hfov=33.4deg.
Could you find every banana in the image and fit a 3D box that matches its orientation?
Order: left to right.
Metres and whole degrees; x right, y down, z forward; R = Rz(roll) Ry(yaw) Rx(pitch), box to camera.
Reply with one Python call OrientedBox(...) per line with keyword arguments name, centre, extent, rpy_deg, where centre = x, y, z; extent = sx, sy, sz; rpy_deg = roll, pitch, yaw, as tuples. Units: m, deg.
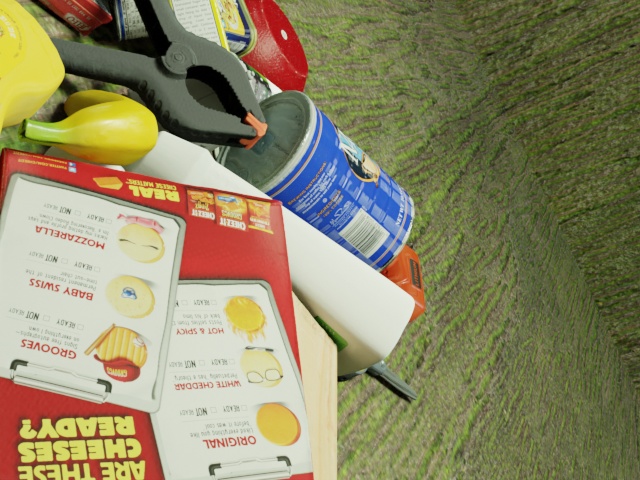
OrientedBox(name="banana", centre=(-0.133, -0.073, 0.654), extent=(0.069, 0.037, 0.198), rpy_deg=(22, 6, -9))

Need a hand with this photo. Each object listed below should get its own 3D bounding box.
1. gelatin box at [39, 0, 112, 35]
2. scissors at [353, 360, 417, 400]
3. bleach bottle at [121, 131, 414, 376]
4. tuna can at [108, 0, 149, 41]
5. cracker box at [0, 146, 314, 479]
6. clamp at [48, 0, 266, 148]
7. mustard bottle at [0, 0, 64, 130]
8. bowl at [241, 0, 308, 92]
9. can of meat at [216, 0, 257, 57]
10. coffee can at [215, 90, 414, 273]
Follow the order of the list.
OrientedBox(name="gelatin box", centre=(-0.193, -0.207, 0.791), extent=(0.073, 0.030, 0.089), rpy_deg=(36, 34, -57))
OrientedBox(name="scissors", centre=(0.047, 0.106, 1.069), extent=(0.201, 0.016, 0.096), rpy_deg=(27, 42, -61))
OrientedBox(name="bleach bottle", centre=(-0.055, 0.001, 0.780), extent=(0.250, 0.103, 0.068), rpy_deg=(37, 64, -13))
OrientedBox(name="tuna can", centre=(-0.149, -0.200, 0.831), extent=(0.086, 0.033, 0.086), rpy_deg=(169, -90, -79))
OrientedBox(name="cracker box", centre=(-0.097, 0.064, 0.554), extent=(0.164, 0.072, 0.213), rpy_deg=(10, 49, -22))
OrientedBox(name="clamp", centre=(-0.108, -0.135, 0.767), extent=(0.171, 0.039, 0.120), rpy_deg=(31, 69, -17))
OrientedBox(name="mustard bottle", centre=(-0.208, -0.079, 0.553), extent=(0.096, 0.058, 0.191), rpy_deg=(43, 26, -13))
OrientedBox(name="bowl", centre=(-0.058, -0.195, 1.088), extent=(0.162, 0.055, 0.162), rpy_deg=(53, 21, -32))
OrientedBox(name="can of meat", centre=(-0.112, -0.215, 0.974), extent=(0.102, 0.057, 0.083), rpy_deg=(68, 21, 5))
OrientedBox(name="coffee can", centre=(-0.004, -0.041, 0.879), extent=(0.140, 0.103, 0.103), rpy_deg=(40, 31, -36))
